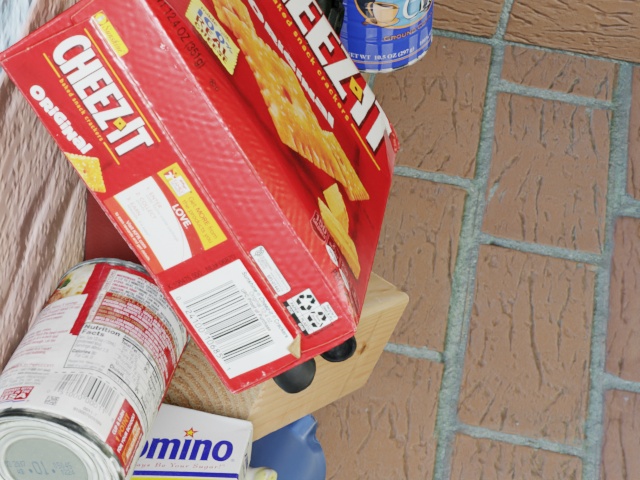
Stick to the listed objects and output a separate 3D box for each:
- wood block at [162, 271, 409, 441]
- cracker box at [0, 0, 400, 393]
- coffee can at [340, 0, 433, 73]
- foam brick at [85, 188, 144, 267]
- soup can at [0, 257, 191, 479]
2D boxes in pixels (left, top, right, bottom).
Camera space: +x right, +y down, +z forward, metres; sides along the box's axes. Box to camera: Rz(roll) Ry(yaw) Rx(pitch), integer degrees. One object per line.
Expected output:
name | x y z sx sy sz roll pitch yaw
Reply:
wood block | -0.028 0.069 0.769 0.205 0.090 0.091 -10 129 -63
cracker box | -0.035 -0.059 0.490 0.164 0.072 0.213 57 21 -17
coffee can | 0.046 -0.227 0.895 0.140 0.103 0.102 86 13 -48
foam brick | -0.088 -0.023 0.553 0.053 0.051 0.078 -71 171 -63
soup can | -0.102 0.064 0.464 0.102 0.068 0.068 -74 173 -53
